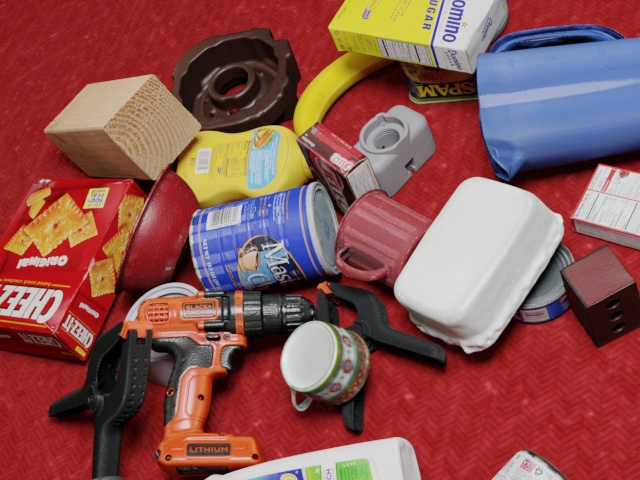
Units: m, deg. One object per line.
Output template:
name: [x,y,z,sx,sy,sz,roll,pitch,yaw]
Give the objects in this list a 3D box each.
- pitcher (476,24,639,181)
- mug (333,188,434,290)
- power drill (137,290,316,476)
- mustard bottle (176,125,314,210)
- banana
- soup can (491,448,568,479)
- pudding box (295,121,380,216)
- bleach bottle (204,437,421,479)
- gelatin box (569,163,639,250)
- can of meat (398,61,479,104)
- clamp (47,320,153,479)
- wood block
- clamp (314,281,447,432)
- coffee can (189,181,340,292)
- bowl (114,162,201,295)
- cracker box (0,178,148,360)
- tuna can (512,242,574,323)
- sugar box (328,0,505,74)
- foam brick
pitcher: [0.286,-0.154,1.110,0.243,0.149,0.145,-7,10,14]
mug: [0.066,0.008,1.101,0.082,0.093,0.117,29,40,32]
power drill: [-0.094,0.139,1.072,0.184,0.057,0.187,-3,63,1]
mustard bottle: [-0.073,-0.088,1.259,0.192,0.058,0.096,-4,64,21]
banana: [0.026,-0.187,1.309,0.070,0.037,0.197,37,76,12]
soup can: [0.164,0.237,0.908,0.102,0.068,0.069,-45,51,-13]
pudding box: [0.027,-0.066,1.164,0.039,0.113,0.090,-40,49,-9]
bleach bottle: [-0.031,0.253,0.982,0.251,0.068,0.102,-16,70,18]
gelatin box: [0.306,-0.033,1.072,0.089,0.030,0.073,17,65,33]
can of meat: [0.143,-0.209,1.240,0.102,0.084,0.057,-1,55,23]
clamp: [-0.223,0.159,1.089,0.165,0.036,0.210,44,121,44]
wood block: [-0.244,-0.135,1.300,0.090,0.090,0.206,-52,28,-18]
clamp: [0.052,0.098,1.078,0.120,0.039,0.171,-28,52,5]
coffee can: [-0.058,0.001,1.158,0.140,0.102,0.103,-12,51,15]
bowl: [-0.176,-0.003,1.206,0.055,0.162,0.162,23,62,-2]
cracker box: [-0.311,0.027,1.264,0.164,0.072,0.213,3,56,31]
tuna can: [0.211,0.039,1.057,0.086,0.033,0.086,-12,51,15]
sugar box: [0.107,-0.245,1.195,0.176,0.048,0.093,14,62,32]
foam brick: [0.263,0.053,0.996,0.053,0.078,0.051,-30,50,3]
